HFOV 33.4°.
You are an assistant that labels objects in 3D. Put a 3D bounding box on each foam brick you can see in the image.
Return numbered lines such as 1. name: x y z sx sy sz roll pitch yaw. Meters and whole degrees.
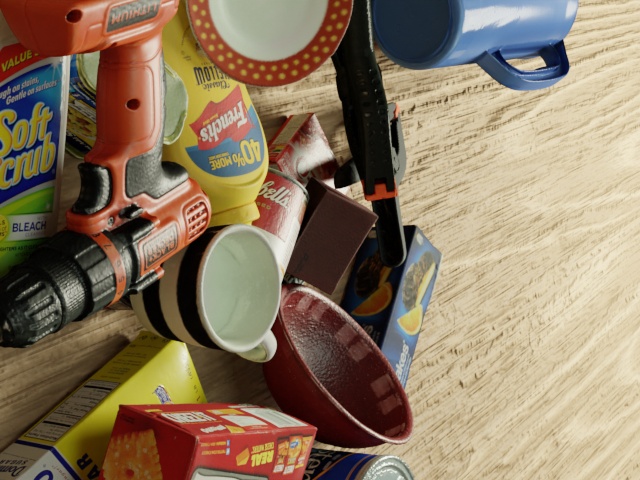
1. foam brick: 0.001 -0.005 0.888 0.053 0.051 0.078 28 98 -21

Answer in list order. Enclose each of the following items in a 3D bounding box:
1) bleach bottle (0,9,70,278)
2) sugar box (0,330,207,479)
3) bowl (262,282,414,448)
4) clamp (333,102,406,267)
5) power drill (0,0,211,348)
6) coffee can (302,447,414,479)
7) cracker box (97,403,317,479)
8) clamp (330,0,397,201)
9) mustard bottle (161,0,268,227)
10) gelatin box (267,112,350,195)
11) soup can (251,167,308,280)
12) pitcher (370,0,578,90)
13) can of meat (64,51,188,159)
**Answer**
1. bleach bottle: -0.190 -0.070 0.602 0.102 0.068 0.251 -8 110 -56
2. sugar box: -0.146 0.147 0.725 0.176 0.048 0.093 -46 126 -47
3. bowl: 0.004 0.113 0.873 0.162 0.055 0.162 42 19 -18
4. clamp: 0.049 -0.073 0.985 0.120 0.039 0.171 57 27 -48
5. power drill: -0.130 -0.050 0.597 0.184 0.057 0.188 -41 140 -53
6. coffee can: -0.007 0.214 0.837 0.102 0.141 0.103 3 86 -54
7. cracker box: -0.094 0.218 0.717 0.164 0.072 0.214 14 93 -63
8. clamp: 0.030 -0.137 0.904 0.164 0.036 0.210 161 -81 -84
9. mustard bottle: -0.086 -0.083 0.782 0.096 0.058 0.191 -22 96 -49
10. gelatin box: -0.014 -0.055 0.932 0.073 0.030 0.089 -56 131 -39
11. soup can: -0.056 0.001 0.840 0.068 0.069 0.102 45 54 -44
12. pitcher: 0.164 -0.234 1.103 0.242 0.149 0.145 -22 125 -49
13. can of meat: -0.148 -0.099 0.699 0.102 0.084 0.057 40 57 -46
